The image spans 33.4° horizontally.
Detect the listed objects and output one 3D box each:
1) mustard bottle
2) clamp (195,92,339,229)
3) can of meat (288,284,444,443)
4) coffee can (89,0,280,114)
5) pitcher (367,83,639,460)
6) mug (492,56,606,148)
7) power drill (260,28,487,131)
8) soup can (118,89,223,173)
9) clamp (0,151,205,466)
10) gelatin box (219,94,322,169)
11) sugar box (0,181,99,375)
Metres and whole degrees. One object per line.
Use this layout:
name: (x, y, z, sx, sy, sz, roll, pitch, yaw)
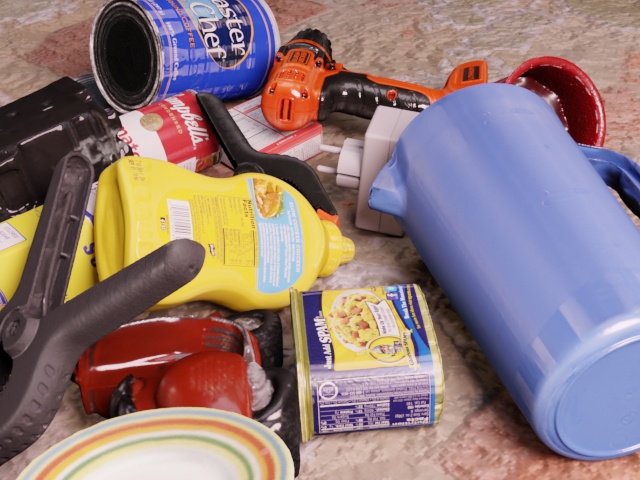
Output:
mustard bottle: (-0.055, 0.001, 0.721, 0.191, 0.096, 0.058, 5, -19, -37)
clamp: (-0.057, -0.050, 0.823, 0.171, 0.039, 0.120, 18, 71, 13)
can of meat: (0.026, 0.071, 0.650, 0.084, 0.057, 0.102, -5, 34, -2)
coffee can: (-0.120, -0.172, 0.961, 0.103, 0.103, 0.140, 25, 28, 38)
pitcher: (0.146, 0.012, 0.660, 0.149, 0.144, 0.243, -43, 36, 15)
mug: (0.146, -0.082, 0.812, 0.117, 0.093, 0.082, -25, 5, -22)
power drill: (0.049, -0.134, 0.925, 0.187, 0.057, 0.184, 7, 29, 5)
soup can: (-0.142, -0.077, 0.885, 0.102, 0.068, 0.069, -25, 38, -25)
clamp: (-0.155, 0.056, 0.610, 0.165, 0.036, 0.210, 23, 81, 48)
gelatin box: (-0.053, -0.088, 0.922, 0.073, 0.030, 0.089, -29, 41, -29)
sugar box: (-0.176, 0.024, 0.717, 0.176, 0.093, 0.048, -26, 39, -27)
